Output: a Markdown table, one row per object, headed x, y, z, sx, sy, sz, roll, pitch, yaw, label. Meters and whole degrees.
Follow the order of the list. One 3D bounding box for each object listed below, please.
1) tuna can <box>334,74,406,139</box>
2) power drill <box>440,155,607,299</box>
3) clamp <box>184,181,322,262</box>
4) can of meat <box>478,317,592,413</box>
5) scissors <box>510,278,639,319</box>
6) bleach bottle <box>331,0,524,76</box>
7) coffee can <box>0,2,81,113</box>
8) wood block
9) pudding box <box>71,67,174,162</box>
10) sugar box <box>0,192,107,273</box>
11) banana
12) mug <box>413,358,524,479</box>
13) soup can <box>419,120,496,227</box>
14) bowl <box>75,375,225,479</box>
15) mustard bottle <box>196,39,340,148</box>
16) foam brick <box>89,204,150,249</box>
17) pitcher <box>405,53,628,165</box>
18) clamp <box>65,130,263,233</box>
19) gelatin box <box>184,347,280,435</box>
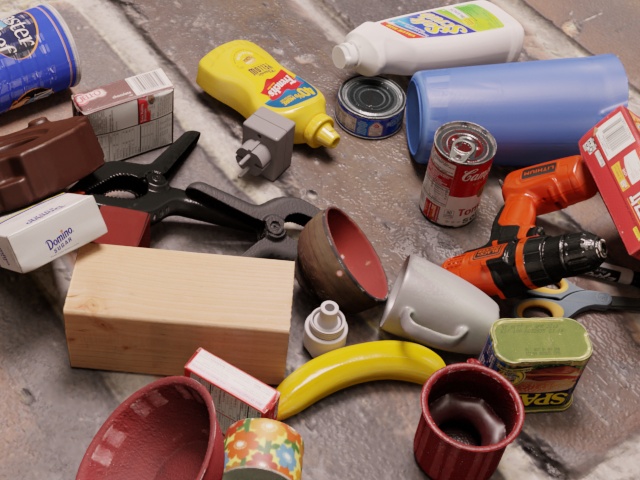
| x | y | z | sx | sy | sz | roll | pitch | yaw | label |
| --- | --- | --- | --- | --- | --- | --- | --- | --- | --- |
| 0.061 | -0.163 | 1.296 | 0.086 | 0.034 | 0.086 | 4 | 48 | -4 | tuna can |
| 0.229 | -0.015 | 1.114 | 0.185 | 0.057 | 0.187 | -13 | 27 | 39 | power drill |
| -0.057 | 0.001 | 1.116 | 0.171 | 0.039 | 0.120 | 4 | 73 | -21 | clamp |
| 0.202 | 0.119 | 1.026 | 0.102 | 0.084 | 0.057 | -1 | 48 | -9 | can of meat |
| 0.285 | 0.076 | 1.123 | 0.202 | 0.016 | 0.096 | 17 | 50 | 8 | scissors |
| 0.129 | -0.243 | 1.332 | 0.250 | 0.068 | 0.103 | -16 | 47 | -31 | bleach bottle |
| -0.362 | -0.203 | 1.230 | 0.140 | 0.103 | 0.103 | -28 | 57 | -28 | coffee can |
| -0.132 | 0.071 | 1.022 | 0.206 | 0.090 | 0.091 | 5 | 48 | -2 | wood block |
| -0.220 | -0.135 | 1.196 | 0.113 | 0.090 | 0.039 | -21 | 56 | -25 | pudding box |
| -0.288 | -0.012 | 1.044 | 0.093 | 0.048 | 0.177 | -30 | 23 | -28 | sugar box |
| 0.040 | 0.130 | 1.026 | 0.197 | 0.037 | 0.069 | -5 | 49 | -12 | banana |
| 0.132 | 0.163 | 0.978 | 0.093 | 0.081 | 0.117 | 10 | 48 | 1 | mug |
| 0.150 | -0.072 | 1.179 | 0.068 | 0.102 | 0.068 | 4 | 48 | -4 | soup can |
| -0.134 | 0.198 | 0.899 | 0.162 | 0.055 | 0.162 | -27 | 40 | 25 | bowl |
| -0.052 | -0.166 | 1.267 | 0.192 | 0.058 | 0.096 | 38 | 43 | 24 | mustard bottle |
| -0.203 | 0.011 | 1.074 | 0.051 | 0.078 | 0.053 | 13 | 48 | 2 | foam brick |
| 0.225 | -0.150 | 1.255 | 0.242 | 0.149 | 0.145 | -2 | 63 | -5 | pitcher |
| -0.180 | -0.061 | 1.149 | 0.209 | 0.036 | 0.165 | -6 | 45 | -32 | clamp |
| -0.081 | 0.146 | 0.971 | 0.089 | 0.073 | 0.030 | 26 | 50 | 16 | gelatin box |
